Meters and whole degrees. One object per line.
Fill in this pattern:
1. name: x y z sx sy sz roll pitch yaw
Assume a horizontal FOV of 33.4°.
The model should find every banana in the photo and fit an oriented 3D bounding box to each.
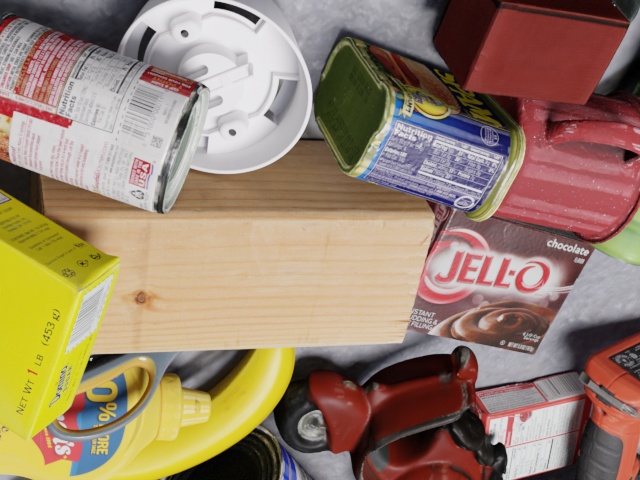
1. banana: -0.088 0.113 0.693 0.198 0.037 0.069 -35 96 3

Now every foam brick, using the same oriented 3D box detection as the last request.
1. foam brick: 0.109 -0.109 0.560 0.078 0.053 0.051 4 129 -21

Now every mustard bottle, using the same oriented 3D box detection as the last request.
1. mustard bottle: -0.159 0.097 0.628 0.191 0.058 0.096 4 86 -19

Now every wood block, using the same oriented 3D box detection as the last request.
1. wood block: -0.054 0.001 0.594 0.205 0.090 0.091 0 123 -19

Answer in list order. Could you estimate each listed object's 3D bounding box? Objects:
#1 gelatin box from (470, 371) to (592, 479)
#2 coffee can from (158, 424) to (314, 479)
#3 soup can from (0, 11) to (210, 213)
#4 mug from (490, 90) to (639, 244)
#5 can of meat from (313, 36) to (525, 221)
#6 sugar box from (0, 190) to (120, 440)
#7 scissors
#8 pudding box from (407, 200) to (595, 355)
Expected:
1. gelatin box: 0.153 0.140 0.791 0.089 0.030 0.073 -10 125 -14
2. coffee can: -0.035 0.204 0.726 0.103 0.103 0.140 -33 126 5
3. soup can: -0.111 -0.060 0.511 0.102 0.068 0.069 20 117 -1
4. mug: 0.137 -0.050 0.613 0.081 0.117 0.093 10 85 -18
5. can of meat: 0.049 -0.063 0.580 0.083 0.102 0.057 15 116 -24
6. sugar box: -0.188 0.009 0.510 0.176 0.048 0.093 28 115 8
7. scissors: -0.089 0.040 0.634 0.201 0.096 0.016 -38 174 -31
8. pudding box: 0.107 0.021 0.692 0.113 0.039 0.090 12 117 -25
